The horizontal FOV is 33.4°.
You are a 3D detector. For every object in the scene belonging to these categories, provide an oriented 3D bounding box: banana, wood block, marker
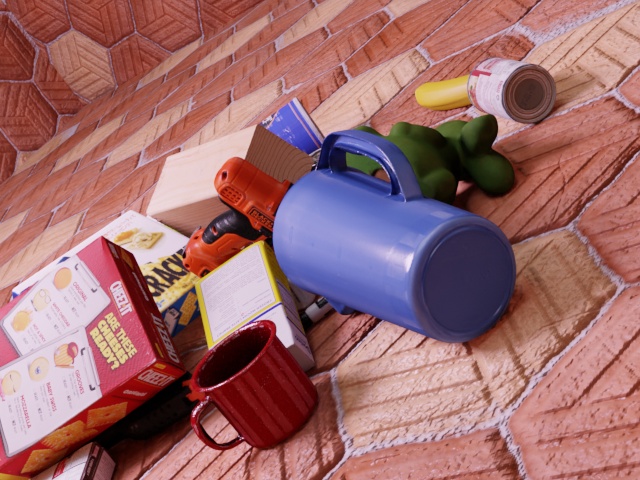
[{"bbox_3d":[0.177,-0.200,1.403,0.069,0.037,0.198,-43,20,-17],"label":"banana"},{"bbox_3d":[-0.115,-0.064,1.311,0.207,0.090,0.090,-11,55,51],"label":"wood block"},{"bbox_3d":[0.014,0.060,1.105,0.121,0.020,0.020,-37,19,-2],"label":"marker"}]

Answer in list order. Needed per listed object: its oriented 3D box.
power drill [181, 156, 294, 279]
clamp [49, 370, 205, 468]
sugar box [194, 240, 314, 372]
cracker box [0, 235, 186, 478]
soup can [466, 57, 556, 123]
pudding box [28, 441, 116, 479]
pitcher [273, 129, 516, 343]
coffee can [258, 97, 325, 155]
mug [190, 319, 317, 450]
[{"bbox_3d":[-0.061,0.003,1.195,0.188,0.184,0.057,-44,14,49],"label":"power drill"},{"bbox_3d":[-0.201,0.188,1.145,0.210,0.036,0.164,-18,27,46],"label":"clamp"},{"bbox_3d":[-0.070,0.084,1.086,0.093,0.048,0.176,-34,39,10],"label":"sugar box"},{"bbox_3d":[-0.267,0.125,1.127,0.214,0.072,0.164,-35,62,10],"label":"cracker box"},{"bbox_3d":[0.219,-0.173,1.225,0.068,0.068,0.102,-37,20,-3],"label":"soup can"},{"bbox_3d":[-0.268,0.264,1.083,0.114,0.039,0.090,-33,20,14],"label":"pudding box"},{"bbox_3d":[0.063,0.001,0.962,0.145,0.149,0.243,-54,28,-8],"label":"pitcher"},{"bbox_3d":[-0.062,-0.124,1.534,0.140,0.102,0.103,-35,19,5],"label":"coffee can"},{"bbox_3d":[-0.064,0.139,0.958,0.117,0.081,0.093,-44,21,-21],"label":"mug"}]
